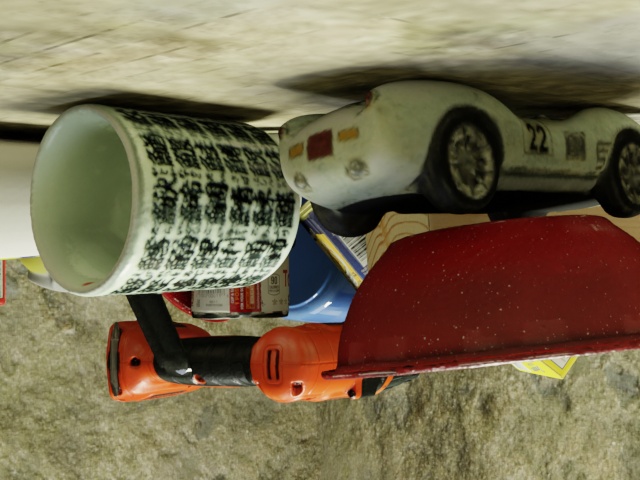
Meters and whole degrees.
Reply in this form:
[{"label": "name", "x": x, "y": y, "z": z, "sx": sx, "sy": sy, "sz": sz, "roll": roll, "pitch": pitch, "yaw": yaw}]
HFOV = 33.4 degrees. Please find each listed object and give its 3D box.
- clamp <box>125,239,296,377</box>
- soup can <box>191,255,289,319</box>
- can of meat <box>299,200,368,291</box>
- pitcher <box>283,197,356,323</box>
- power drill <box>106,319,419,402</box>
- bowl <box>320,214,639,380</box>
[{"label": "clamp", "x": -0.104, "y": -0.005, "z": 0.663, "sx": 0.120, "sy": 0.171, "sz": 0.039, "roll": -41, "pitch": 160, "yaw": -30}, {"label": "soup can", "x": -0.055, "y": 0.001, "z": 0.719, "sx": 0.068, "sy": 0.102, "sz": 0.068, "roll": -1, "pitch": 178, "yaw": 0}, {"label": "can of meat", "x": 0.030, "y": -0.002, "z": 0.686, "sx": 0.057, "sy": 0.084, "sz": 0.102, "roll": -39, "pitch": 180, "yaw": -4}, {"label": "pitcher", "x": 0.048, "y": 0.008, "z": 0.865, "sx": 0.149, "sy": 0.145, "sz": 0.242, "roll": -17, "pitch": 165, "yaw": 38}, {"label": "power drill", "x": -0.038, "y": 0.081, "z": 0.740, "sx": 0.188, "sy": 0.057, "sz": 0.184, "roll": -5, "pitch": 172, "yaw": 31}, {"label": "bowl", "x": 0.077, "y": 0.023, "z": 0.449, "sx": 0.162, "sy": 0.055, "sz": 0.162, "roll": -6, "pitch": 174, "yaw": -1}]
